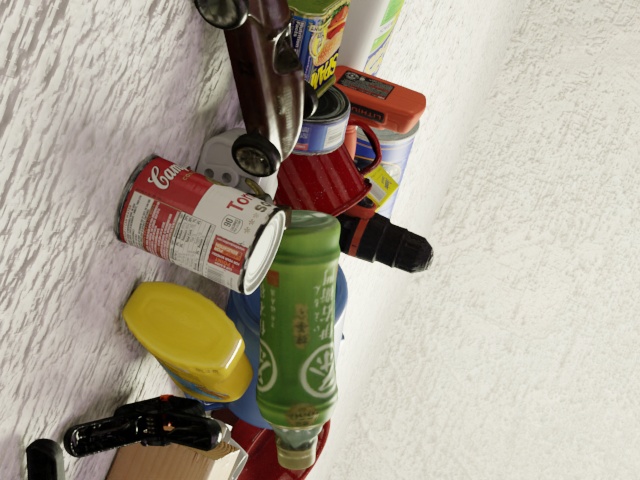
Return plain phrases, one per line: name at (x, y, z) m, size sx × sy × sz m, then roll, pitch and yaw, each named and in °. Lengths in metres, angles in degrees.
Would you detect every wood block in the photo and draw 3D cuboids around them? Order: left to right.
wood block at (-0.165, 0.276, 0.999) m, size 0.206 × 0.091 × 0.090 m, roll -67°, pitch 169°, yaw 1°

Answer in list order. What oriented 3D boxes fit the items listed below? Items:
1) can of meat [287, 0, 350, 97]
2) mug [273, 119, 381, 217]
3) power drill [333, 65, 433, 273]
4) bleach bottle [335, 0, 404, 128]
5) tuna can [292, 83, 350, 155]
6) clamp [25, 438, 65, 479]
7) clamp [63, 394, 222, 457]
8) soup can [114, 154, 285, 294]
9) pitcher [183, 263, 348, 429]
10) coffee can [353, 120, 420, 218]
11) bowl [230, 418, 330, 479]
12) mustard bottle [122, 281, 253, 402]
can of meat at (-0.016, -0.168, 0.893) m, size 0.102 × 0.057 × 0.084 m, roll -52°, pitch 159°, yaw -57°
mug at (0.000, -0.070, 0.987) m, size 0.117 × 0.081 × 0.093 m, roll -27°, pitch -167°, yaw 7°
power drill at (0.044, -0.065, 1.054) m, size 0.057 × 0.184 × 0.188 m, roll -59°, pitch 167°, yaw -56°
bleach bottle at (0.033, -0.187, 1.087) m, size 0.102 × 0.068 × 0.251 m, roll -52°, pitch 164°, yaw -45°
tuna can at (-0.018, -0.111, 0.924) m, size 0.086 × 0.086 × 0.034 m, roll -53°, pitch 161°, yaw -52°
clamp at (-0.216, 0.240, 0.813) m, size 0.210 × 0.036 × 0.164 m, roll 80°, pitch 34°, yaw -72°
clamp at (-0.147, 0.152, 0.881) m, size 0.171 × 0.120 × 0.039 m, roll 160°, pitch -67°, yaw -80°
soup can at (-0.085, -0.011, 0.756) m, size 0.068 × 0.102 × 0.068 m, roll 24°, pitch 89°, yaw -79°
pitcher at (-0.048, 0.098, 1.066) m, size 0.243 × 0.145 × 0.149 m, roll 102°, pitch 7°, yaw -64°
coffee can at (0.050, -0.093, 1.255) m, size 0.102 × 0.103 × 0.140 m, roll -55°, pitch 164°, yaw -48°
bowl at (-0.062, 0.240, 1.248) m, size 0.161 × 0.055 × 0.162 m, roll -33°, pitch 141°, yaw -33°
mustard bottle at (-0.104, 0.096, 0.902) m, size 0.058 × 0.096 × 0.191 m, roll -61°, pitch 168°, yaw -17°
